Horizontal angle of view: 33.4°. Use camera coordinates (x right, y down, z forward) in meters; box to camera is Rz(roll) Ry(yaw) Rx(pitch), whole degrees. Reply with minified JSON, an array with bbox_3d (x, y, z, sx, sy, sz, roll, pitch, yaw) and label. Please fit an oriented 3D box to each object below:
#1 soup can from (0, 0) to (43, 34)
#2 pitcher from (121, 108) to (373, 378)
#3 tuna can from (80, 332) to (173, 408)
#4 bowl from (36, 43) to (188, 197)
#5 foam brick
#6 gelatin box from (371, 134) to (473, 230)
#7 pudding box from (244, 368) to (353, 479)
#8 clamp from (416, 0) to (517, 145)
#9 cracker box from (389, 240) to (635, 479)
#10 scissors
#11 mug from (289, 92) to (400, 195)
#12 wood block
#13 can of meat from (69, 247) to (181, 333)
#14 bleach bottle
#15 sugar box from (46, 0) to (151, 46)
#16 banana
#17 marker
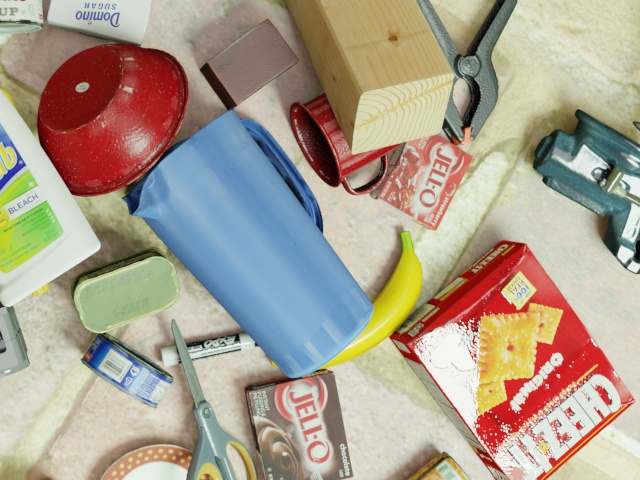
[{"bbox_3d":[-0.293,-0.246,0.985,0.068,0.068,0.102,-3,94,-13],"label":"soup can"},{"bbox_3d":[-0.057,0.001,1.011,0.149,0.145,0.243,-39,96,-1],"label":"pitcher"},{"bbox_3d":[-0.183,0.123,1.014,0.086,0.086,0.033,34,83,-12],"label":"tuna can"},{"bbox_3d":[-0.201,-0.122,0.964,0.162,0.162,0.055,-52,141,-6],"label":"bowl"},{"bbox_3d":[-0.070,-0.172,1.046,0.078,0.051,0.053,-36,98,-9],"label":"foam brick"},{"bbox_3d":[0.106,-0.066,1.101,0.073,0.030,0.089,29,86,-13],"label":"gelatin box"},{"bbox_3d":[-0.022,0.193,1.077,0.090,0.039,0.113,-12,95,-13],"label":"pudding box"},{"bbox_3d":[0.156,-0.187,1.104,0.120,0.039,0.171,-10,100,-8],"label":"clamp"},{"bbox_3d":[0.200,0.132,1.109,0.164,0.072,0.213,-38,100,-8],"label":"cracker box"},{"bbox_3d":[-0.122,0.184,1.035,0.096,0.016,0.201,-46,116,-43],"label":"scissors"},{"bbox_3d":[0.032,-0.101,1.056,0.081,0.093,0.117,-29,111,-15],"label":"mug"},{"bbox_3d":[0.039,-0.196,0.999,0.090,0.090,0.206,-14,60,-13],"label":"wood block"},{"bbox_3d":[-0.184,0.048,1.012,0.102,0.084,0.057,-21,96,-12],"label":"can of meat"},{"bbox_3d":[-0.300,-0.073,0.932,0.102,0.068,0.251,-33,95,-2],"label":"bleach bottle"},{"bbox_3d":[-0.196,-0.280,1.017,0.093,0.048,0.176,14,93,-13],"label":"sugar box"},{"bbox_3d":[0.040,0.079,1.091,0.197,0.037,0.070,-42,77,-10],"label":"banana"},{"bbox_3d":[-0.099,0.105,1.066,0.121,0.020,0.020,-10,94,-12],"label":"marker"}]
